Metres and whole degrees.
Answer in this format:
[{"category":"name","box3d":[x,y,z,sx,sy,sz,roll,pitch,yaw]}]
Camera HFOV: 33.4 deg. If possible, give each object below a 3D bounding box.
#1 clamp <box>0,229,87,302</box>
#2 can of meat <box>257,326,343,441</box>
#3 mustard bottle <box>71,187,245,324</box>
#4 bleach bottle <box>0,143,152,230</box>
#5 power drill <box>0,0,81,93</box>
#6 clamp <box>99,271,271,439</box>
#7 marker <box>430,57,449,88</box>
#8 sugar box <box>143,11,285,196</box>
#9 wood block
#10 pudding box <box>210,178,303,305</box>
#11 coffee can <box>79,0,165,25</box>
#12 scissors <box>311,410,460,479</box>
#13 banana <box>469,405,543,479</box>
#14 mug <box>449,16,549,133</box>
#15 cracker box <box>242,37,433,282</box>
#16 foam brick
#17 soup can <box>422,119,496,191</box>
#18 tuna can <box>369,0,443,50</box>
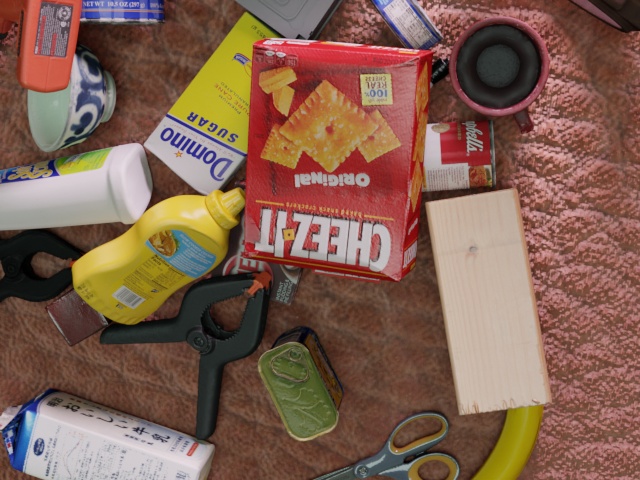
[{"category":"clamp","box3d":[-0.336,0.039,1.161,0.171,0.039,0.120,4,101,7]},{"category":"can of meat","box3d":[-0.017,0.146,1.113,0.057,0.084,0.102,-24,96,11]},{"category":"mustard bottle","box3d":[-0.151,0.007,1.073,0.192,0.058,0.096,-34,133,17]},{"category":"bleach bottle","box3d":[-0.307,-0.045,1.110,0.251,0.102,0.068,-8,114,8]},{"category":"power drill","box3d":[-0.315,-0.205,1.061,0.188,0.057,0.184,27,113,41]},{"category":"clamp","box3d":[-0.132,0.097,1.128,0.164,0.036,0.210,39,117,1]},{"category":"marker","box3d":[0.085,-0.142,1.082,0.121,0.020,0.020,-40,93,12]},{"category":"sugar box","box3d":[-0.092,-0.137,1.094,0.093,0.048,0.176,39,101,0]},{"category":"wood block","box3d":[0.166,0.059,1.051,0.091,0.090,0.206,-9,88,11]},{"category":"pudding box","box3d":[-0.057,0.001,1.116,0.090,0.039,0.113,17,102,5]},{"category":"coffee can","box3d":[-0.206,-0.285,1.054,0.103,0.102,0.140,2,100,7]},{"category":"scissors","box3d":[0.064,0.259,1.157,0.202,0.016,0.096,-37,93,12]},{"category":"banana","box3d":[0.195,0.199,1.120,0.070,0.037,0.198,13,101,25]},{"category":"mug","box3d":[0.177,-0.158,1.034,0.093,0.081,0.117,-28,95,11]},{"category":"cracker box","box3d":[0.014,-0.079,1.016,0.164,0.072,0.214,8,106,17]},{"category":"foam brick","box3d":[-0.247,0.070,1.135,0.053,0.078,0.051,-30,96,12]},{"category":"soup can","box3d":[0.121,-0.083,1.062,0.102,0.068,0.068,-3,99,8]},{"category":"tuna can","box3d":[0.081,-0.220,1.035,0.034,0.086,0.086,-37,93,14]}]
